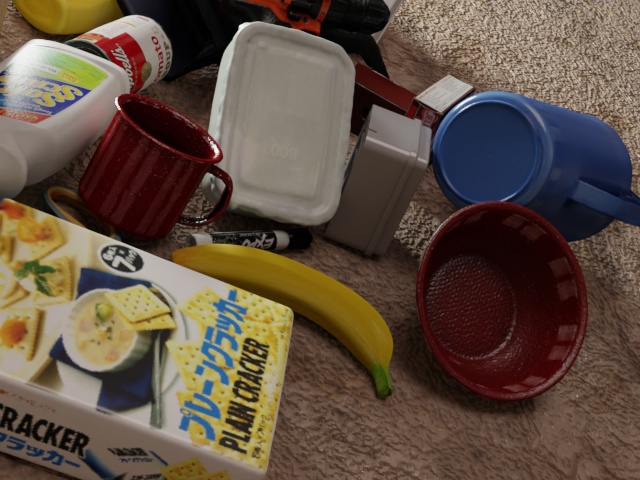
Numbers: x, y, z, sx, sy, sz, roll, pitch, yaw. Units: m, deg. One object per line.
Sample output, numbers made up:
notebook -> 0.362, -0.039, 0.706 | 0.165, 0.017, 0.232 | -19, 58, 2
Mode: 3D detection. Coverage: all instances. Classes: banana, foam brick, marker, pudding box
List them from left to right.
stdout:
marker -> -0.056, 0.001, 0.880 | 0.120, 0.020, 0.020 | -4, 44, -39
banana -> -0.019, 0.046, 0.827 | 0.198, 0.037, 0.069 | 29, 32, 4
foam brick -> 0.055, -0.142, 1.126 | 0.078, 0.053, 0.051 | 29, 33, 4
pudding box -> 0.110, -0.115, 1.094 | 0.039, 0.090, 0.113 | 32, 33, 9

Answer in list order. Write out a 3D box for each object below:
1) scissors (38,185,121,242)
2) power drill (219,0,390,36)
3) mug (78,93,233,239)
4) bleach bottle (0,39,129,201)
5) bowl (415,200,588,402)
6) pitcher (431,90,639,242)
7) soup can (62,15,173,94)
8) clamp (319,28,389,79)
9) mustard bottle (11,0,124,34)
scissors -> -0.150, 0.026, 0.779 | 0.202, 0.016, 0.096 | 41, 32, 23
power drill -> -0.024, -0.164, 0.998 | 0.184, 0.057, 0.187 | 10, 80, -23
mug -> -0.125, -0.050, 0.833 | 0.117, 0.082, 0.093 | 26, 20, -21
bleach bottle -> -0.220, -0.083, 0.800 | 0.102, 0.068, 0.250 | 20, 24, -6
bowl -> 0.137, 0.051, 0.872 | 0.161, 0.055, 0.162 | 4, 80, -23
pitcher -> 0.205, -0.064, 0.985 | 0.242, 0.149, 0.145 | 3, 70, -61
soup can -> -0.186, -0.161, 0.967 | 0.068, 0.069, 0.102 | 32, 32, 7
clamp -> -0.003, -0.196, 1.142 | 0.171, 0.120, 0.039 | 32, 24, -33
mustard bottle -> -0.214, -0.252, 1.083 | 0.096, 0.058, 0.191 | 39, 34, 25
